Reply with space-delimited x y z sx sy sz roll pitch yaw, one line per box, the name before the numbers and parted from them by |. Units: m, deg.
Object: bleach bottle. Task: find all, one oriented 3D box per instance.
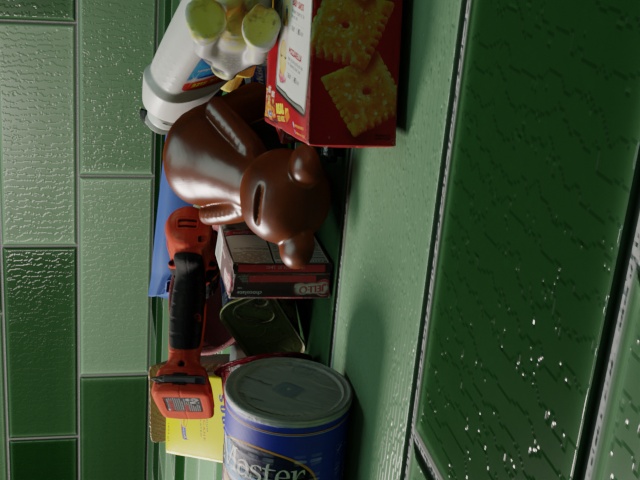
bleach bottle | -0.087 -0.186 0.946 0.068 0.102 0.251 55 133 16

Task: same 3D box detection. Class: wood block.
wood block | -0.150 0.192 1.330 0.206 0.090 0.091 57 -148 -87

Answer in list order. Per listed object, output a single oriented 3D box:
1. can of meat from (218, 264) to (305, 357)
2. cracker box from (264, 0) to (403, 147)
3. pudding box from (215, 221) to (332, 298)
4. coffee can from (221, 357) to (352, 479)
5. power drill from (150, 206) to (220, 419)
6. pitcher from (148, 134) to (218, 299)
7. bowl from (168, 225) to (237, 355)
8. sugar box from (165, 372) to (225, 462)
can of meat | -0.059 0.060 1.043 0.084 0.057 0.102 -100 -15 -48
cracker box | 0.010 -0.181 0.766 0.164 0.072 0.214 -138 49 -73
pudding box | -0.044 0.016 0.965 0.113 0.090 0.039 -117 31 -65
coffee can | -0.030 0.181 0.875 0.103 0.102 0.140 -119 31 -65
power drill | -0.130 0.080 1.068 0.184 0.057 0.187 90 180 -68
pitcher | -0.139 -0.041 1.337 0.149 0.144 0.243 177 97 -66
bowl | -0.100 0.054 1.197 0.162 0.055 0.162 -18 63 40
sugar box | -0.101 0.191 1.148 0.177 0.048 0.093 -5 85 50
